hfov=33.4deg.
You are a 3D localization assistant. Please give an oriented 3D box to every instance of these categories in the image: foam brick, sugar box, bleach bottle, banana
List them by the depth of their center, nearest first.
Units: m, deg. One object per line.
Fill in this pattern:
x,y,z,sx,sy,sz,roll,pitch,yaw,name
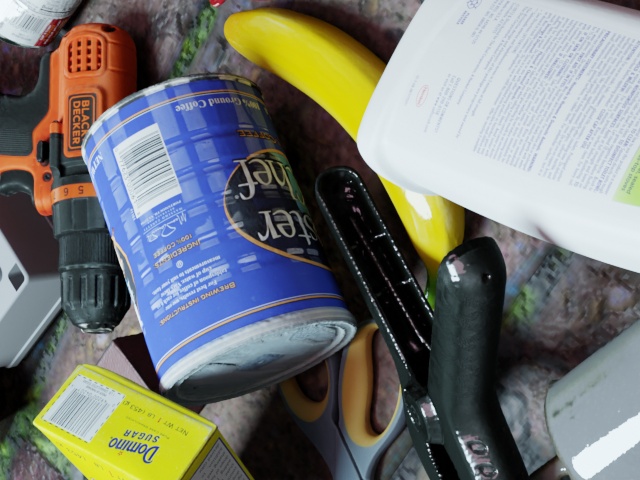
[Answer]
0.123,-0.026,0.387,0.251,0.068,0.102,34,99,47,bleach bottle
0.017,-0.060,0.542,0.070,0.037,0.198,-45,69,30,banana
-0.068,0.139,0.555,0.093,0.048,0.176,19,148,33,sugar box
-0.110,0.097,0.641,0.051,0.052,0.078,49,120,21,foam brick

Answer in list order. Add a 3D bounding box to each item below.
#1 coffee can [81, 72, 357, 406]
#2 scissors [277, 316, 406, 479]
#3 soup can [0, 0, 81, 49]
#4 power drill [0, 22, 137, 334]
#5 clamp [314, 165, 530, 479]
-0.054,0.001,0.549,0.103,0.102,0.140,-35,67,33,coffee can
0.004,0.131,0.585,0.096,0.016,0.202,21,106,34,scissors
-0.165,-0.173,0.643,0.102,0.068,0.068,-43,70,32,soup can
-0.196,-0.033,0.638,0.188,0.057,0.184,-3,77,9,power drill
0.054,0.065,0.494,0.165,0.036,0.210,-134,24,-61,clamp
